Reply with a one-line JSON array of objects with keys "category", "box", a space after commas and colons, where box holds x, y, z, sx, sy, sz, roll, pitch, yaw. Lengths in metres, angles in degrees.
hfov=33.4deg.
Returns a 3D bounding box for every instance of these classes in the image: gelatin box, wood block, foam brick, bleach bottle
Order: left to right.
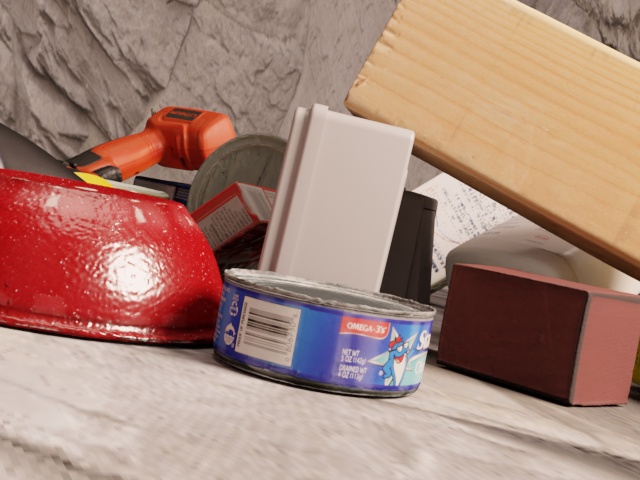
[{"category": "gelatin box", "box": [-0.054, 0.001, 0.612, 0.073, 0.030, 0.089, -34, -11, 13]}, {"category": "foam brick", "box": [0.102, 0.043, 0.503, 0.052, 0.051, 0.078, 7, 4, -44]}, {"category": "wood block", "box": [0.128, -0.055, 0.567, 0.206, 0.091, 0.090, 31, 3, 14]}, {"category": "bleach bottle", "box": [0.200, -0.011, 0.695, 0.250, 0.068, 0.103, -27, 23, -32]}]

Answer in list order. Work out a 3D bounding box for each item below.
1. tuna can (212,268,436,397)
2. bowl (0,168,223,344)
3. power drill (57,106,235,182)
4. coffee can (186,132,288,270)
[{"category": "tuna can", "box": [0.001, 0.036, 0.424, 0.086, 0.034, 0.086, 11, 2, -1]}, {"category": "bowl", "box": [-0.110, 0.002, 0.473, 0.162, 0.055, 0.162, 11, 3, -1]}, {"category": "power drill", "box": [-0.162, -0.059, 0.884, 0.187, 0.057, 0.185, -24, 26, -37]}, {"category": "coffee can", "box": [-0.013, -0.015, 0.745, 0.103, 0.103, 0.140, 12, 2, 27]}]
